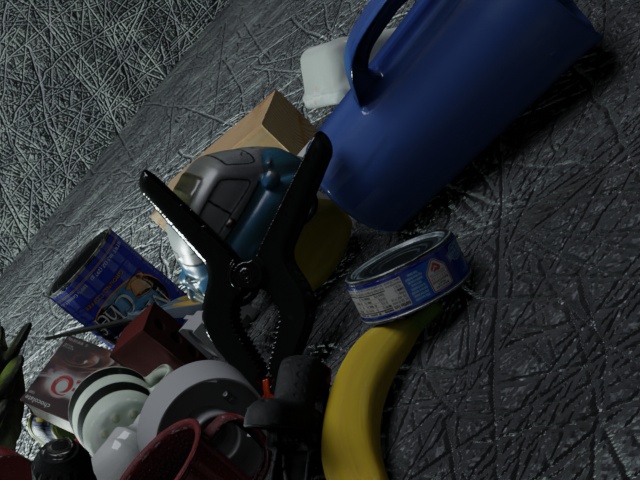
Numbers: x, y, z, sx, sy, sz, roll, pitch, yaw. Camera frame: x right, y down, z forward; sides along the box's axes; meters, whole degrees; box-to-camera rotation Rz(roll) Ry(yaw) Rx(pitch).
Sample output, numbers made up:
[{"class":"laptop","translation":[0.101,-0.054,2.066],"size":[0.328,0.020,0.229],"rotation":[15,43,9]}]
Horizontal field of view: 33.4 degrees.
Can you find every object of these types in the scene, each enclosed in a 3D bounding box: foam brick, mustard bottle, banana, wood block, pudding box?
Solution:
[{"class":"foam brick","translation":[-0.158,0.111,1.060],"size":[0.051,0.078,0.053],"rotation":[-41,18,25]},{"class":"mustard bottle","translation":[-0.056,0.002,1.027],"size":[0.192,0.058,0.096],"rotation":[8,60,54]},{"class":"banana","translation":[0.031,0.109,0.684],"size":[0.070,0.037,0.197],"rotation":[-37,20,35]},{"class":"wood block","translation":[-0.101,-0.076,1.313],"size":[0.206,0.090,0.090],"rotation":[-36,20,30]},{"class":"pudding box","translation":[-0.242,0.158,1.122],"size":[0.114,0.039,0.090],"rotation":[16,55,25]}]

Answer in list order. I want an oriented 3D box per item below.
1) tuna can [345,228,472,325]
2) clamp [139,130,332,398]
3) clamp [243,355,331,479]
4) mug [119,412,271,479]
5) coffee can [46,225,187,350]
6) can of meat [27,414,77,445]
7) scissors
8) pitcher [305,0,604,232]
[{"class":"tuna can","translation":[0.061,0.025,0.752],"size":[0.086,0.034,0.086],"rotation":[-26,8,4]},{"class":"clamp","translation":[-0.065,0.023,0.857],"size":[0.165,0.210,0.036],"rotation":[-4,-2,17]},{"class":"clamp","translation":[-0.018,0.136,0.693],"size":[0.171,0.039,0.120],"rotation":[-45,-40,-73]},{"class":"mug","translation":[-0.079,0.173,0.727],"size":[0.117,0.081,0.093],"rotation":[-52,19,-18]},{"class":"coffee can","translation":[-0.216,0.067,1.184],"size":[0.103,0.140,0.103],"rotation":[-42,18,17]},{"class":"can of meat","translation":[-0.271,0.187,1.195],"size":[0.102,0.057,0.084],"rotation":[-55,20,-24]},{"class":"scissors","translation":[-0.180,0.077,1.124],"size":[0.202,0.016,0.096],"rotation":[-10,6,4]},{"class":"pitcher","translation":[0.091,-0.128,0.862],"size":[0.243,0.149,0.144],"rotation":[-48,-3,22]}]
